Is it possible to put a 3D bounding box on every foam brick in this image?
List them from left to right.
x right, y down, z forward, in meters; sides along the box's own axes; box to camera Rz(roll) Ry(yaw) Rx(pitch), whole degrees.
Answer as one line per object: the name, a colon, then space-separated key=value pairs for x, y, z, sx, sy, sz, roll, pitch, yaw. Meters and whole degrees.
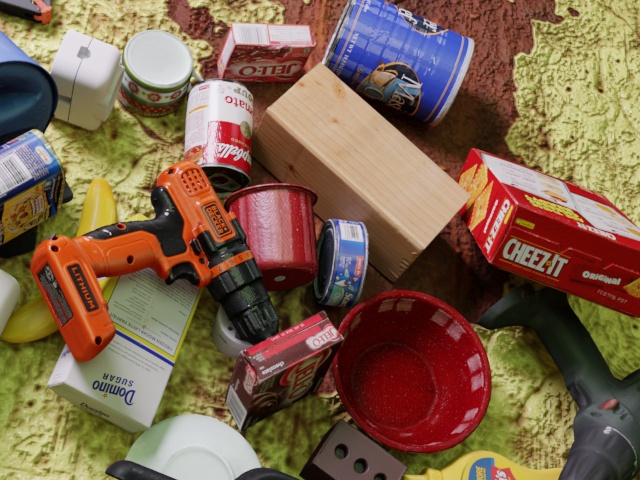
foam brick: x=0.030 y=0.211 z=0.974 sx=0.078 sy=0.051 sz=0.053 roll=36 pitch=60 yaw=1

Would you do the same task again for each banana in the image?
banana: x=-0.235 y=0.026 z=0.985 sx=0.069 sy=0.037 sz=0.197 roll=35 pitch=60 yaw=-1

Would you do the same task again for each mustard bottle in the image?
mustard bottle: x=0.165 y=0.247 z=0.997 sx=0.191 sy=0.058 sz=0.096 roll=15 pitch=60 yaw=-11

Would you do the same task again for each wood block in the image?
wood block: x=0.037 y=-0.068 z=1.087 sx=0.206 sy=0.091 sz=0.090 roll=42 pitch=60 yaw=4

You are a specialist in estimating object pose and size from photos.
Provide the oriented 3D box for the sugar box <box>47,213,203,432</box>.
sugar box: x=-0.169 y=0.074 z=0.966 sx=0.093 sy=0.048 sz=0.176 roll=35 pitch=60 yaw=-25

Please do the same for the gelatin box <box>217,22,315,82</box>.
gelatin box: x=-0.058 y=-0.197 z=1.128 sx=0.089 sy=0.073 sz=0.030 roll=-2 pitch=67 yaw=-20

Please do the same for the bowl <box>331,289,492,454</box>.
bowl: x=0.080 y=0.132 z=1.026 sx=0.162 sy=0.055 sz=0.162 roll=7 pitch=64 yaw=-15

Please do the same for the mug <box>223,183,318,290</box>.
mug: x=-0.057 y=0.001 z=1.032 sx=0.117 sy=0.093 sz=0.081 roll=-8 pitch=71 yaw=7

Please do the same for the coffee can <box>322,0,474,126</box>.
coffee can: x=0.081 y=-0.198 z=1.156 sx=0.140 sy=0.103 sz=0.102 roll=23 pitch=61 yaw=-6

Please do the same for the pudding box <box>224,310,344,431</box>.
pudding box: x=-0.035 y=0.118 z=0.961 sx=0.089 sy=0.114 sz=0.039 roll=-24 pitch=69 yaw=-26

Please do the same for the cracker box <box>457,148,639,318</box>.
cracker box: x=0.231 y=-0.012 z=1.067 sx=0.164 sy=0.072 sz=0.213 roll=19 pitch=17 yaw=-9

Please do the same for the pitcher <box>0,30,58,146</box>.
pitcher: x=-0.363 y=-0.171 z=0.956 sx=0.144 sy=0.149 sz=0.243 roll=-37 pitch=65 yaw=-22

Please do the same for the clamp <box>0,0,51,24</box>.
clamp: x=-0.344 y=-0.289 z=1.099 sx=0.120 sy=0.039 sz=0.171 roll=-32 pitch=82 yaw=-12

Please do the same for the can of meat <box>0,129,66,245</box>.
can of meat: x=-0.269 y=-0.040 z=0.915 sx=0.083 sy=0.102 sz=0.057 roll=-34 pitch=79 yaw=-29

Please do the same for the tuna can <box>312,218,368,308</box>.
tuna can: x=0.019 y=0.022 z=1.041 sx=0.033 sy=0.086 sz=0.086 roll=8 pitch=63 yaw=-13

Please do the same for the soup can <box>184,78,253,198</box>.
soup can: x=-0.102 y=-0.102 z=1.071 sx=0.068 sy=0.069 sz=0.102 roll=7 pitch=64 yaw=-15

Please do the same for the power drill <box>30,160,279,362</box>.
power drill: x=-0.140 y=0.035 z=0.929 sx=0.187 sy=0.057 sz=0.184 roll=-24 pitch=81 yaw=-37
